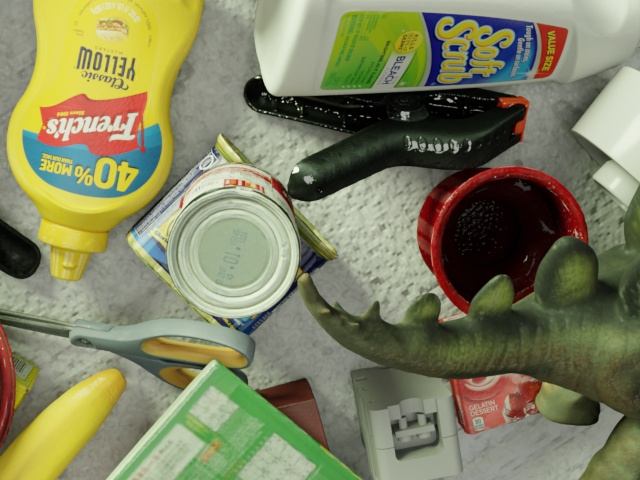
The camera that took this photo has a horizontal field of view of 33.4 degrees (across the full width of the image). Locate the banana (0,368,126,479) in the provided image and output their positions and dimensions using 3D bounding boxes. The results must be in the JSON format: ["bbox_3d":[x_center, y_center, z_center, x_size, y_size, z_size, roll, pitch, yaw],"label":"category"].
[{"bbox_3d":[-0.188,0.160,0.652,0.037,0.069,0.198,35,97,12],"label":"banana"}]

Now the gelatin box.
[{"bbox_3d":[0.126,0.077,0.690,0.089,0.030,0.073,-14,100,-4],"label":"gelatin box"}]

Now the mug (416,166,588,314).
[{"bbox_3d":[0.116,0.003,0.652,0.117,0.081,0.093,23,95,-8],"label":"mug"}]

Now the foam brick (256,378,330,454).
[{"bbox_3d":[-0.036,0.125,0.670,0.078,0.051,0.053,-13,98,-4],"label":"foam brick"}]

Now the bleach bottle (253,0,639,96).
[{"bbox_3d":[0.093,-0.131,0.612,0.250,0.103,0.068,-4,60,-17],"label":"bleach bottle"}]

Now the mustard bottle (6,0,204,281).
[{"bbox_3d":[-0.132,-0.070,0.629,0.096,0.058,0.192,11,97,-13],"label":"mustard bottle"}]

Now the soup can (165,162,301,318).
[{"bbox_3d":[-0.045,-0.003,0.566,0.068,0.102,0.068,-1,101,-3],"label":"soup can"}]

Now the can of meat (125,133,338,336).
[{"bbox_3d":[-0.054,0.001,0.648,0.084,0.057,0.102,-44,100,3],"label":"can of meat"}]

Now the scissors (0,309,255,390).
[{"bbox_3d":[-0.130,0.068,0.663,0.202,0.096,0.016,2,57,20],"label":"scissors"}]

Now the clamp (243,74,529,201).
[{"bbox_3d":[0.039,-0.072,0.639,0.171,0.120,0.039,-9,134,-24],"label":"clamp"}]
